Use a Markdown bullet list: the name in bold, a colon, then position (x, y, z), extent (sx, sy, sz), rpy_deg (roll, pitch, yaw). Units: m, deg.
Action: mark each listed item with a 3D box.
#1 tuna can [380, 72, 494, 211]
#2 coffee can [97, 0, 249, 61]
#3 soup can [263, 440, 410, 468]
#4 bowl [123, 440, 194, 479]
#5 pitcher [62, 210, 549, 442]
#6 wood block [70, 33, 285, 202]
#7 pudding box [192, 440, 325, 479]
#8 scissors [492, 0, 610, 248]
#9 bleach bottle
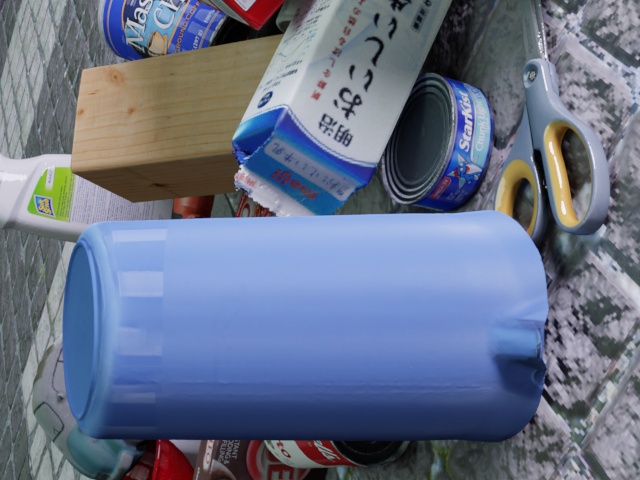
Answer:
- **tuna can**: position (0.074, -0.062, 0.687), extent (0.086, 0.033, 0.086), rpy_deg (-35, 50, 55)
- **coffee can**: position (-0.121, -0.194, 0.985), extent (0.140, 0.102, 0.103), rpy_deg (28, 109, 29)
- **soup can**: position (0.009, 0.118, 0.713), extent (0.102, 0.068, 0.068), rpy_deg (-24, 59, 60)
- **bowl**: position (-0.142, 0.239, 0.899), extent (0.162, 0.055, 0.162), rpy_deg (-57, 20, 34)
- **pitcher**: position (-0.013, 0.047, 0.582), extent (0.149, 0.242, 0.145), rpy_deg (115, 148, -43)
- **wood block**: position (-0.083, -0.091, 0.836), extent (0.206, 0.090, 0.090), rpy_deg (-5, 73, 26)
- **pudding box**: position (-0.048, 0.186, 0.776), extent (0.039, 0.089, 0.113), rpy_deg (24, 103, 65)
- **scissors**: position (0.119, -0.076, 0.624), extent (0.096, 0.016, 0.202), rpy_deg (-53, 36, 42)
- **bleach bottle**: position (-0.253, -0.049, 1.094), extent (0.068, 0.250, 0.102), rpy_deg (-21, 61, 60)
